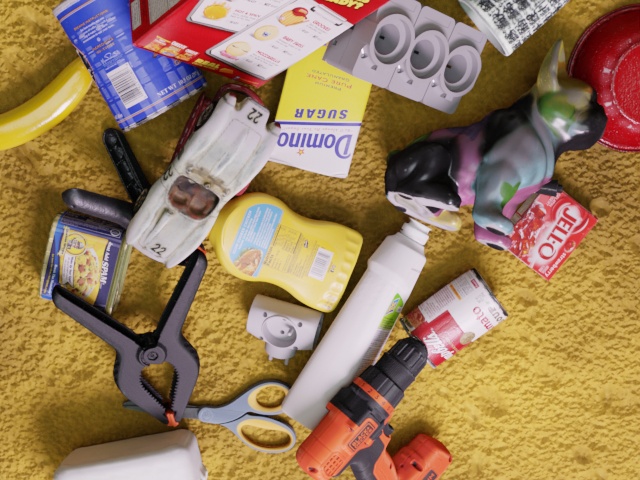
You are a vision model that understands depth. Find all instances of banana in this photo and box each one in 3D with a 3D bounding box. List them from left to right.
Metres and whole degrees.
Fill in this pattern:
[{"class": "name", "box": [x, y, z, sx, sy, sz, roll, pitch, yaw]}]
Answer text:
[{"class": "banana", "box": [-0.321, -0.138, 1.133, 0.198, 0.037, 0.069, -18, 104, 2]}]

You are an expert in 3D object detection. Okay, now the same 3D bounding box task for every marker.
[{"class": "marker", "box": [0.202, -0.063, 1.160, 0.121, 0.020, 0.020, 8, 103, 14]}]

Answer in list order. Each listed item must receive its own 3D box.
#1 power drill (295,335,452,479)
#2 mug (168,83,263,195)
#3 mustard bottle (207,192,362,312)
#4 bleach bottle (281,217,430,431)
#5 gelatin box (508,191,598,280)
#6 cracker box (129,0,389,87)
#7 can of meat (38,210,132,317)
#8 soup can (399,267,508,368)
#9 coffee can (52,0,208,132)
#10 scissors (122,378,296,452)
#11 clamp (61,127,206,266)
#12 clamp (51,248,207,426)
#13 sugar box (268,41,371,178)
[{"class": "power drill", "box": [0.075, 0.211, 1.168, 0.184, 0.057, 0.187, -46, 133, -7]}, {"class": "mug", "box": [-0.100, -0.109, 1.120, 0.081, 0.093, 0.117, 24, 108, -12]}, {"class": "mustard bottle", "box": [-0.058, 0.001, 1.162, 0.191, 0.058, 0.096, 22, 92, -7]}, {"class": "bleach bottle", "box": [0.050, 0.091, 1.176, 0.068, 0.102, 0.251, 31, 94, 16]}, {"class": "gelatin box", "box": [0.251, -0.013, 1.184, 0.073, 0.030, 0.089, 37, 99, -9]}, {"class": "cracker box", "box": [-0.054, -0.238, 1.012, 0.214, 0.163, 0.072, -27, 62, 39]}, {"class": "can of meat", "box": [-0.255, 0.025, 1.163, 0.084, 0.057, 0.102, 15, 102, -4]}, {"class": "soup can", "box": [0.148, 0.086, 1.184, 0.102, 0.068, 0.068, -36, 102, 6]}, {"class": "coffee can", "box": [-0.193, -0.196, 1.090, 0.103, 0.103, 0.140, -28, 102, 4]}, {"class": "scissors", "box": [-0.117, 0.184, 1.225, 0.201, 0.016, 0.096, 22, 100, -7]}, {"class": "clamp", "box": [-0.190, -0.041, 1.144, 0.039, 0.120, 0.171, -22, 129, 41]}, {"class": "clamp", "box": [-0.176, 0.109, 1.156, 0.164, 0.036, 0.210, -20, 119, -2]}, {"class": "sugar box", "box": [0.005, -0.161, 1.134, 0.093, 0.048, 0.176, 13, 101, -5]}]
